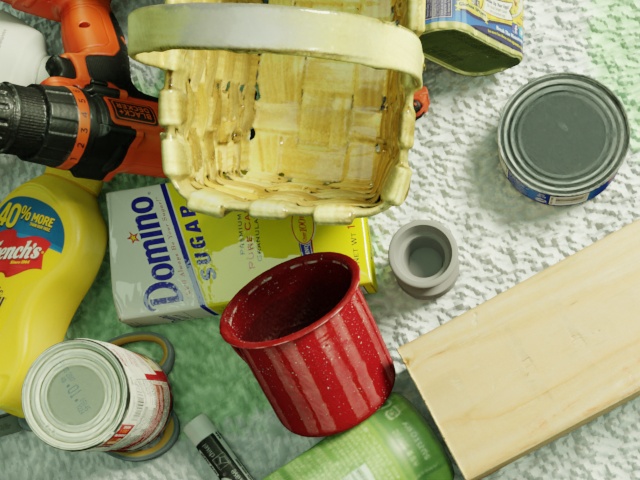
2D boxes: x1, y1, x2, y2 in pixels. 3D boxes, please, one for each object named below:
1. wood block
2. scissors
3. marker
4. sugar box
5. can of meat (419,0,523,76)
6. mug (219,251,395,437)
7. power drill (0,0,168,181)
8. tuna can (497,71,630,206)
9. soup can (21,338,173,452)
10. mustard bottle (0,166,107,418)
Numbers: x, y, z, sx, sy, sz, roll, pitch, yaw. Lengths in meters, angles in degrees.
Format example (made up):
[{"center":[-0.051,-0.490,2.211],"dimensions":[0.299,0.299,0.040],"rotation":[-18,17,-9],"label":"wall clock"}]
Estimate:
[{"center":[0.161,0.061,0.657],"dimensions":[0.206,0.090,0.090],"rotation":[-28,74,2],"label":"wood block"},{"center":[-0.182,0.135,0.733],"dimensions":[0.202,0.016,0.096],"rotation":[-31,75,1],"label":"scissors"},{"center":[-0.048,0.167,0.703],"dimensions":[0.020,0.020,0.121],"rotation":[-39,75,-1],"label":"marker"},{"center":[-0.055,0.001,0.727],"dimensions":[0.176,0.048,0.093],"rotation":[-9,76,6],"label":"sugar box"},{"center":[0.095,-0.164,0.713],"dimensions":[0.058,0.101,0.084],"rotation":[-7,77,41],"label":"can of meat"},{"center":[-0.013,0.067,0.667],"dimensions":[0.117,0.081,0.093],"rotation":[-2,35,39],"label":"mug"},{"center":[-0.179,-0.123,0.710],"dimensions":[0.057,0.184,0.188],"rotation":[-42,58,32],"label":"power drill"},{"center":[0.161,-0.067,0.714],"dimensions":[0.086,0.033,0.086],"rotation":[-2,77,9],"label":"tuna can"},{"center":[-0.138,0.099,0.672],"dimensions":[0.068,0.102,0.068],"rotation":[-1,79,7],"label":"soup can"},{"center":[-0.198,0.019,0.734],"dimensions":[0.096,0.058,0.191],"rotation":[12,74,36],"label":"mustard bottle"}]
